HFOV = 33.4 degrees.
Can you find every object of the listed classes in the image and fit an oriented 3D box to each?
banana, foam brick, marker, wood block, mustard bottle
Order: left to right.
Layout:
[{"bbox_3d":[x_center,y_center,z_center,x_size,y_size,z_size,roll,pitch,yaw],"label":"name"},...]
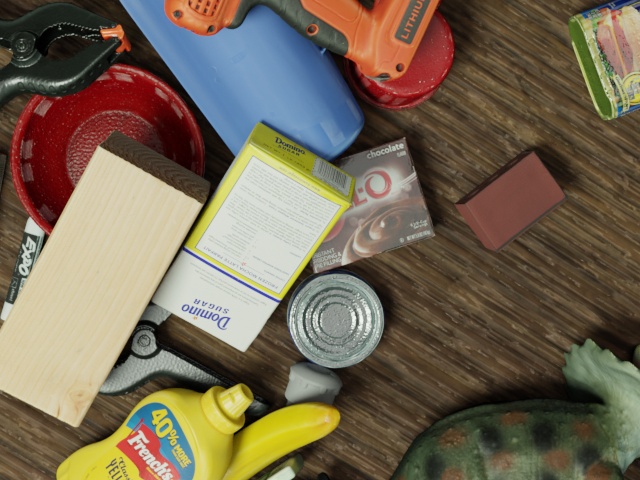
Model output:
[{"bbox_3d":[-0.254,0.012,0.931,0.020,0.020,0.121,15,93,-3],"label":"marker"},{"bbox_3d":[-0.177,0.028,0.846,0.090,0.090,0.206,29,101,-9],"label":"wood block"},{"bbox_3d":[-0.131,0.181,0.898,0.192,0.058,0.096,-38,68,17],"label":"mustard bottle"},{"bbox_3d":[-0.055,0.185,0.914,0.198,0.069,0.037,-39,112,21],"label":"banana"},{"bbox_3d":[0.164,-0.034,0.929,0.078,0.053,0.051,-38,94,-1],"label":"foam brick"}]

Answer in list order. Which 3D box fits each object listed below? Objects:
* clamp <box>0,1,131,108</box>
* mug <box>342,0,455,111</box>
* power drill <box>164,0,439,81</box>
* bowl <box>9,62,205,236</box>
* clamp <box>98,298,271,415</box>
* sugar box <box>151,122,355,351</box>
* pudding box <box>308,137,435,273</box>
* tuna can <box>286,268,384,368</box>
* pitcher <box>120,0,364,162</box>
[{"bbox_3d":[-0.244,-0.159,0.866,0.171,0.039,0.120,-18,83,-3],"label":"clamp"},{"bbox_3d":[0.075,-0.168,0.901,0.093,0.081,0.117,34,92,-4],"label":"mug"},{"bbox_3d":[-0.001,-0.211,0.776,0.187,0.057,0.184,22,98,-19],"label":"power drill"},{"bbox_3d":[-0.178,-0.068,0.911,0.162,0.055,0.162,0,94,-2],"label":"bowl"},{"bbox_3d":[-0.148,0.074,0.930,0.210,0.036,0.164,-1,93,-5],"label":"clamp"},{"bbox_3d":[-0.056,0.001,0.857,0.093,0.048,0.176,31,123,-10],"label":"sugar box"},{"bbox_3d":[0.033,-0.031,0.930,0.113,0.039,0.090,-18,94,-1],"label":"pudding box"},{"bbox_3d":[0.013,0.068,0.938,0.086,0.034,0.086,0,94,-2],"label":"tuna can"},{"bbox_3d":[-0.059,-0.170,0.855,0.144,0.149,0.242,-41,109,-22],"label":"pitcher"}]
